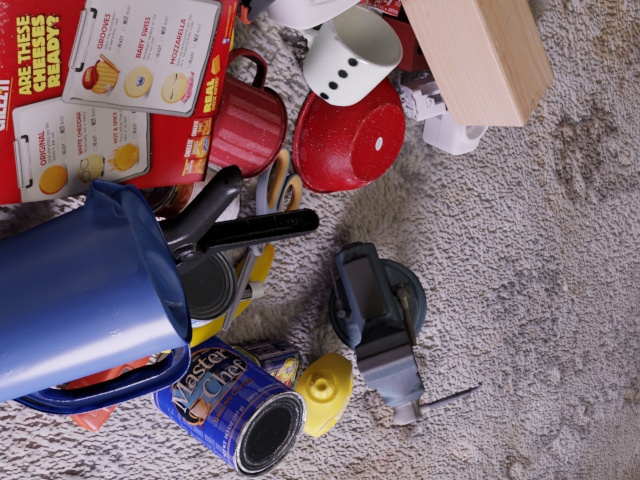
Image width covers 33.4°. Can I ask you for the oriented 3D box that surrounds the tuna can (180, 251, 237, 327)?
[{"bbox_3d":[-0.127,0.043,1.058,0.086,0.034,0.086,12,66,-29],"label":"tuna can"}]

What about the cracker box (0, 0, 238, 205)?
[{"bbox_3d":[-0.175,-0.122,0.823,0.213,0.072,0.164,-10,122,-44],"label":"cracker box"}]

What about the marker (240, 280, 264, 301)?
[{"bbox_3d":[-0.113,0.060,1.097,0.120,0.020,0.020,-11,122,-36],"label":"marker"}]

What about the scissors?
[{"bbox_3d":[-0.057,0.001,1.127,0.096,0.016,0.202,23,79,-64],"label":"scissors"}]

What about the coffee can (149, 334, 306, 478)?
[{"bbox_3d":[-0.099,0.171,1.130,0.102,0.140,0.103,-30,134,-36],"label":"coffee can"}]

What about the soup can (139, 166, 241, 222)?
[{"bbox_3d":[-0.130,-0.045,1.007,0.102,0.069,0.068,23,95,-55],"label":"soup can"}]

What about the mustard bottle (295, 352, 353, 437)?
[{"bbox_3d":[0.004,0.181,1.267,0.096,0.058,0.191,-58,172,-11],"label":"mustard bottle"}]

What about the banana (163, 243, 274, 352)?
[{"bbox_3d":[-0.119,0.069,1.124,0.197,0.037,0.070,-29,134,-37],"label":"banana"}]

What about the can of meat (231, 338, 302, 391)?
[{"bbox_3d":[-0.072,0.167,1.233,0.083,0.058,0.102,-7,120,-52],"label":"can of meat"}]

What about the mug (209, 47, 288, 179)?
[{"bbox_3d":[-0.086,-0.122,0.990,0.081,0.093,0.117,18,98,-49],"label":"mug"}]

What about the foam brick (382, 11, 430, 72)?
[{"bbox_3d":[0.108,-0.223,1.187,0.078,0.051,0.053,-19,127,-42],"label":"foam brick"}]

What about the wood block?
[{"bbox_3d":[0.163,-0.228,1.129,0.090,0.091,0.206,-53,131,-30],"label":"wood block"}]

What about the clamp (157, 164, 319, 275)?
[{"bbox_3d":[-0.120,-0.006,0.962,0.210,0.036,0.164,-20,158,12],"label":"clamp"}]

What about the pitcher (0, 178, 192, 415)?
[{"bbox_3d":[-0.226,0.067,0.836,0.243,0.149,0.145,-21,167,2],"label":"pitcher"}]

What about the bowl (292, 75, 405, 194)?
[{"bbox_3d":[0.044,-0.117,1.181,0.161,0.055,0.162,-30,135,-36],"label":"bowl"}]
